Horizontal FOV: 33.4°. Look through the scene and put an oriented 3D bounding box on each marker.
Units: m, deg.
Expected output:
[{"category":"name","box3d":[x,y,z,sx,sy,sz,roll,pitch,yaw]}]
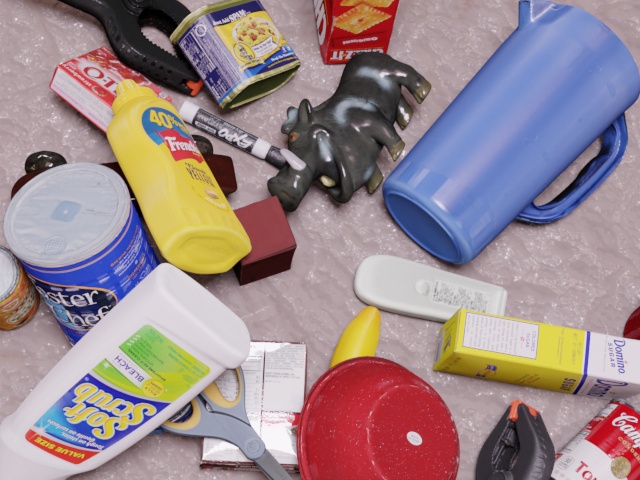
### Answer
[{"category":"marker","box3d":[-0.078,-0.098,1.016,0.121,0.020,0.020,27,71,3]}]

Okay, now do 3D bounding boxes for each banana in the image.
[{"category":"banana","box3d":[0.035,0.156,0.940,0.069,0.037,0.198,1,73,-32]}]

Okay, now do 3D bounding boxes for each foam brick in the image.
[{"category":"foam brick","box3d":[-0.056,0.001,0.956,0.053,0.078,0.051,-18,77,-11]}]

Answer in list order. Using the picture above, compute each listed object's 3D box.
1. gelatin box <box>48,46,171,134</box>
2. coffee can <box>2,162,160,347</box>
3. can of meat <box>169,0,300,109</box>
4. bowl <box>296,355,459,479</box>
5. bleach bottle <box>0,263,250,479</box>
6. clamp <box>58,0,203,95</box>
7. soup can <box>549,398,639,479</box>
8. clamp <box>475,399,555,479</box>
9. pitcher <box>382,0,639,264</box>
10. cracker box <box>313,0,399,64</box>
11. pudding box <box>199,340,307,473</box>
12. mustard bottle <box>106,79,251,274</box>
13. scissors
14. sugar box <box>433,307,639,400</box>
[{"category":"gelatin box","box3d":[-0.194,-0.137,0.992,0.089,0.030,0.073,38,35,7]},{"category":"coffee can","box3d":[-0.189,0.019,0.887,0.103,0.140,0.103,-6,51,7]},{"category":"can of meat","box3d":[-0.077,-0.178,1.004,0.101,0.058,0.084,-31,85,-47]},{"category":"bowl","box3d":[0.062,0.171,0.894,0.161,0.055,0.162,11,67,-29]},{"category":"bleach bottle","box3d":[-0.177,0.135,0.863,0.102,0.068,0.251,41,106,-18]},{"category":"clamp","box3d":[-0.190,-0.221,1.017,0.164,0.036,0.210,-31,81,-37]},{"category":"soup can","box3d":[0.245,0.196,0.930,0.102,0.068,0.068,-39,80,-15]},{"category":"clamp","box3d":[0.153,0.222,0.911,0.039,0.120,0.171,40,46,-28]},{"category":"pitcher","box3d":[0.179,-0.088,0.992,0.149,0.145,0.242,39,76,20]},{"category":"cracker box","box3d":[0.030,-0.284,0.984,0.072,0.214,0.164,-4,72,-6]},{"category":"pudding box","box3d":[-0.058,0.143,0.931,0.090,0.039,0.113,3,70,-3]},{"category":"mustard bottle","box3d":[-0.131,-0.063,0.901,0.058,0.096,0.192,-40,61,19]},{"category":"scissors","box3d":[-0.076,0.175,0.889,0.096,0.016,0.202,-25,74,-8]},{"category":"sugar box","box3d":[0.195,0.104,0.941,0.176,0.093,0.048,12,73,-2]}]
